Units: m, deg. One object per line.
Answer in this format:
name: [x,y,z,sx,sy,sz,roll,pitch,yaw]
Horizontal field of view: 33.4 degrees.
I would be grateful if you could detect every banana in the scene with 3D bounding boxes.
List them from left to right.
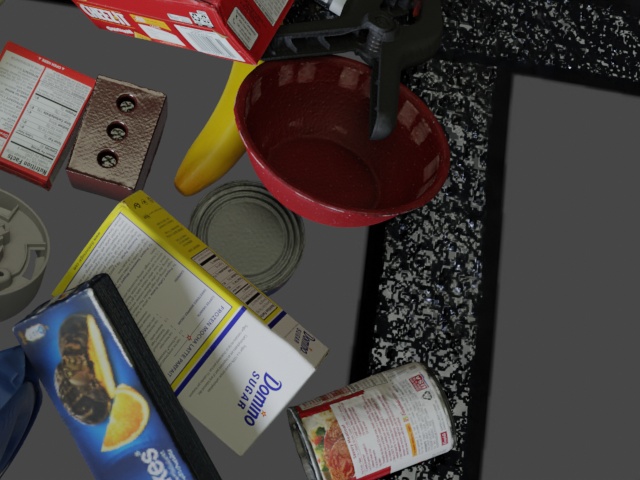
banana: [-0.064,-0.125,0.811,0.070,0.037,0.198,3,75,12]

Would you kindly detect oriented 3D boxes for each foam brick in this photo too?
foam brick: [-0.147,-0.072,0.779,0.053,0.051,0.078,16,76,-3]

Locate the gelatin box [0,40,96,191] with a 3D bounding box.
gelatin box: [-0.215,-0.091,0.787,0.073,0.030,0.089,23,76,-2]

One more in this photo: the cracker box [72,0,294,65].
cracker box: [-0.073,-0.245,0.779,0.164,0.072,0.213,19,74,34]

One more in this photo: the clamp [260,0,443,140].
clamp: [0.045,-0.141,0.792,0.171,0.039,0.120,-35,76,-33]

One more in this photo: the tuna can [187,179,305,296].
tuna can: [-0.055,0.001,0.782,0.086,0.034,0.086,1,77,-6]

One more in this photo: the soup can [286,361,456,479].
soup can: [0.035,0.132,0.745,0.102,0.068,0.068,-19,80,-11]

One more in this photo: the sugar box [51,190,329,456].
sugar box: [-0.090,0.057,0.741,0.176,0.048,0.093,40,111,1]

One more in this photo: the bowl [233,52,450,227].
bowl: [0.010,-0.063,0.774,0.162,0.055,0.162,11,47,-13]
